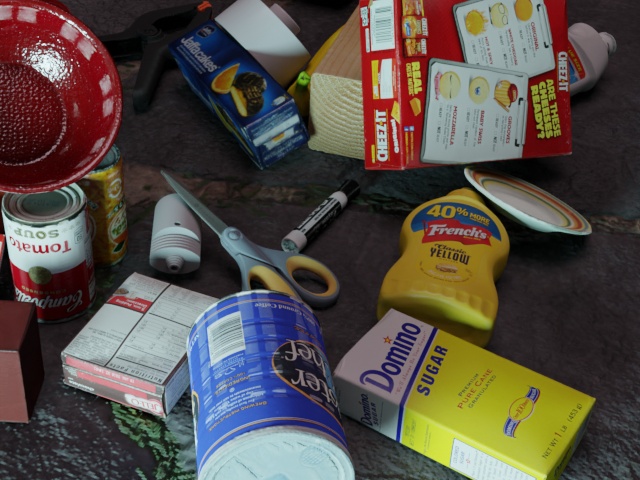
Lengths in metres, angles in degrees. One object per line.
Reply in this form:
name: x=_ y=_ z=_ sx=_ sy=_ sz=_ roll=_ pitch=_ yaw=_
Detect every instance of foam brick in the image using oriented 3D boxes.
foam brick: x=-0.236 y=0.089 z=0.782 sx=0.051 sy=0.078 sz=0.053 roll=5 pitch=37 yaw=-1

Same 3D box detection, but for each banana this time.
banana: x=0.000 y=-0.180 z=1.165 sx=0.037 sy=0.070 sz=0.197 roll=38 pitch=31 yaw=-6

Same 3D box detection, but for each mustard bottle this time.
mustard bottle: x=0.114 y=0.012 z=0.927 sx=0.096 sy=0.058 sz=0.191 roll=12 pitch=38 yaw=9

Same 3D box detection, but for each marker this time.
marker: x=0.003 y=-0.024 z=0.998 sx=0.020 sy=0.020 sz=0.120 roll=22 pitch=41 yaw=22

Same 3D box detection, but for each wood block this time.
wood block: x=0.060 y=-0.179 z=1.146 sx=0.090 sy=0.091 sz=0.205 roll=13 pitch=39 yaw=12

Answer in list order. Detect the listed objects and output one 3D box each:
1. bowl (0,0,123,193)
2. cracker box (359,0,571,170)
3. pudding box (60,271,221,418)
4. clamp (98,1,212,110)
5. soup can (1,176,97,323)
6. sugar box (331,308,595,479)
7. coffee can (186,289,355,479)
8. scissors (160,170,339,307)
bowl: x=-0.242 y=-0.110 z=0.851 sx=0.161 sy=0.055 sz=0.162 roll=5 pitch=77 yaw=-23
cracker box: x=0.141 y=-0.156 z=1.032 sx=0.213 sy=0.164 sz=0.072 roll=-8 pitch=8 yaw=-32
pudding box: x=-0.135 y=0.079 z=0.836 sx=0.090 sy=0.039 sz=0.113 roll=16 pitch=41 yaw=16
clamp: x=-0.207 y=-0.227 z=1.232 sx=0.165 sy=0.036 sz=0.209 roll=23 pitch=45 yaw=22
soup can: x=-0.220 y=0.007 z=0.869 sx=0.068 sy=0.102 sz=0.068 roll=3 pitch=37 yaw=-2
sugar box: x=0.103 y=0.120 z=0.795 sx=0.176 sy=0.048 sz=0.093 roll=24 pitch=42 yaw=23
coffee can: x=-0.038 y=0.117 z=0.740 sx=0.102 sy=0.103 sz=0.140 roll=-3 pitch=38 yaw=-9
scissors: x=-0.056 y=0.001 z=0.928 sx=0.096 sy=0.016 sz=0.202 roll=-12 pitch=53 yaw=-32
